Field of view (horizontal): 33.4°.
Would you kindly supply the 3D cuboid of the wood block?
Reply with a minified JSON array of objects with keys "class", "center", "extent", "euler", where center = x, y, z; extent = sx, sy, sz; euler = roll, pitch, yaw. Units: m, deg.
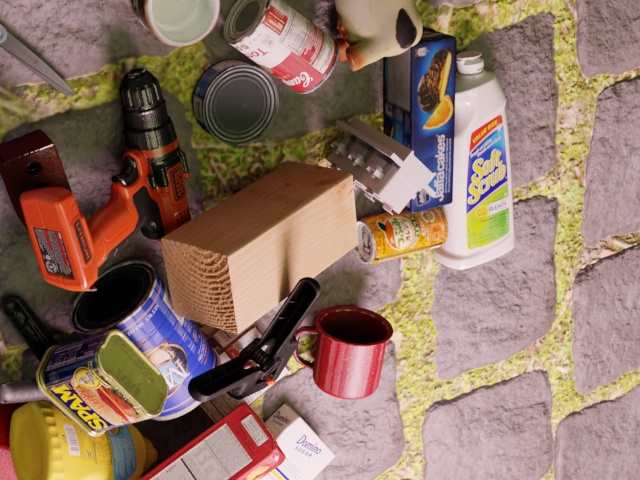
[{"class":"wood block","center":[-0.058,0.001,1.106],"extent":[0.205,0.090,0.091],"euler":[-36,129,-43]}]

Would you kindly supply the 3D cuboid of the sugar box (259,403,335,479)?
[{"class":"sugar box","center":[-0.074,0.292,1.301],"extent":[0.176,0.048,0.093],"euler":[-45,126,-11]}]

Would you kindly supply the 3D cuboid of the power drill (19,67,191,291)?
[{"class":"power drill","center":[-0.198,-0.052,1.020],"extent":[0.187,0.057,0.184],"euler":[-42,130,-46]}]

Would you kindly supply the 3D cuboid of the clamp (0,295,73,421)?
[{"class":"clamp","center":[-0.267,0.129,1.089],"extent":[0.039,0.120,0.171],"euler":[-22,146,26]}]

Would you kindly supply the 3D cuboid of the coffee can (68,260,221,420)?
[{"class":"coffee can","center":[-0.181,0.105,1.117],"extent":[0.102,0.103,0.140],"euler":[-38,125,-11]}]

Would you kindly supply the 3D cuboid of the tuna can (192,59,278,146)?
[{"class":"tuna can","center":[-0.089,-0.143,1.105],"extent":[0.086,0.034,0.086],"euler":[-12,117,-26]}]

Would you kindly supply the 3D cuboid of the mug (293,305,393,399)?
[{"class":"mug","center":[0.023,0.133,1.269],"extent":[0.117,0.093,0.081],"euler":[8,115,-1]}]

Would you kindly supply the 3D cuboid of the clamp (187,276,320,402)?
[{"class":"clamp","center":[-0.056,0.115,1.112],"extent":[0.164,0.036,0.210],"euler":[-43,167,-6]}]

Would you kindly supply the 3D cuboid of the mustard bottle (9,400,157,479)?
[{"class":"mustard bottle","center":[-0.240,0.225,1.136],"extent":[0.058,0.096,0.191],"euler":[-31,154,22]}]

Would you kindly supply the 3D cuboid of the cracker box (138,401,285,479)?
[{"class":"cracker box","center":[-0.142,0.274,1.174],"extent":[0.213,0.072,0.164],"euler":[-36,168,-8]}]

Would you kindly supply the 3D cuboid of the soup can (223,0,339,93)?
[{"class":"soup can","center":[-0.040,-0.204,1.086],"extent":[0.102,0.069,0.068],"euler":[31,94,-36]}]

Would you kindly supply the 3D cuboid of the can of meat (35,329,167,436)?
[{"class":"can of meat","center":[-0.211,0.139,1.045],"extent":[0.084,0.057,0.102],"euler":[-19,124,30]}]

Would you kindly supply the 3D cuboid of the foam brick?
[{"class":"foam brick","center":[-0.273,-0.057,1.022],"extent":[0.053,0.051,0.078],"euler":[-25,122,-19]}]

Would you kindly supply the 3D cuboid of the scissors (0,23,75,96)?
[{"class":"scissors","center":[-0.315,-0.183,0.964],"extent":[0.096,0.016,0.201],"euler":[-37,125,-10]}]

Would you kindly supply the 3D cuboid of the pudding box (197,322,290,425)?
[{"class":"pudding box","center":[-0.102,0.150,1.225],"extent":[0.113,0.039,0.090],"euler":[-39,127,-8]}]

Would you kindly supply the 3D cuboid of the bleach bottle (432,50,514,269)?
[{"class":"bleach bottle","center":[0.177,-0.097,1.267],"extent":[0.102,0.068,0.251],"euler":[-19,117,-24]}]
